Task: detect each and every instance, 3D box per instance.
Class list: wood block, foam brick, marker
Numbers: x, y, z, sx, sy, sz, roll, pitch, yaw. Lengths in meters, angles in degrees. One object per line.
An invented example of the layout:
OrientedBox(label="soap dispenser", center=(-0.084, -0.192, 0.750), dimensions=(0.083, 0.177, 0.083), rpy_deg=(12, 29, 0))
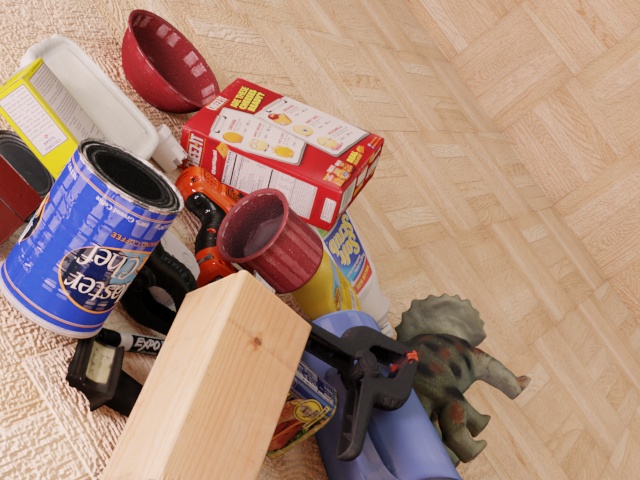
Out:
OrientedBox(label="wood block", center=(-0.093, 0.139, 0.896), dimensions=(0.090, 0.090, 0.206), rpy_deg=(42, 48, -24))
OrientedBox(label="foam brick", center=(-0.291, -0.038, 0.929), dimensions=(0.078, 0.053, 0.051), rpy_deg=(47, 23, -11))
OrientedBox(label="marker", center=(-0.170, 0.097, 1.004), dimensions=(0.120, 0.020, 0.020), rpy_deg=(19, 39, -53))

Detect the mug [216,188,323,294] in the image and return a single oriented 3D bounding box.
OrientedBox(label="mug", center=(-0.058, 0.001, 1.146), dimensions=(0.117, 0.093, 0.081), rpy_deg=(22, -17, 47))

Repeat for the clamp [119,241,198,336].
OrientedBox(label="clamp", center=(-0.163, 0.021, 1.005), dimensions=(0.171, 0.120, 0.039), rpy_deg=(47, 33, -18))

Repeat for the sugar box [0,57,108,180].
OrientedBox(label="sugar box", center=(-0.238, -0.088, 1.032), dimensions=(0.176, 0.048, 0.093), rpy_deg=(56, 10, -20))

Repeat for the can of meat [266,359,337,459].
OrientedBox(label="can of meat", center=(-0.046, 0.158, 1.049), dimensions=(0.084, 0.102, 0.057), rpy_deg=(43, 23, -26))

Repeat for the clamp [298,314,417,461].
OrientedBox(label="clamp", center=(0.040, 0.137, 1.048), dimensions=(0.209, 0.036, 0.164), rpy_deg=(9, 48, -52))

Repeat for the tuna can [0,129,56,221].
OrientedBox(label="tuna can", center=(-0.285, -0.060, 1.000), dimensions=(0.086, 0.034, 0.086), rpy_deg=(42, 24, -24))

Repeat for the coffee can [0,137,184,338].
OrientedBox(label="coffee can", center=(-0.197, -0.002, 0.912), dimensions=(0.102, 0.140, 0.103), rpy_deg=(33, 17, -12))

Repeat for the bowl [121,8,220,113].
OrientedBox(label="bowl", center=(-0.204, -0.218, 1.376), dimensions=(0.162, 0.055, 0.162), rpy_deg=(42, 24, -24))

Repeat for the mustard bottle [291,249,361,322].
OrientedBox(label="mustard bottle", center=(-0.001, 0.055, 1.267), dimensions=(0.191, 0.058, 0.096), rpy_deg=(56, 22, -61))

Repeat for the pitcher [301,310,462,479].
OrientedBox(label="pitcher", center=(0.048, 0.191, 1.145), dimensions=(0.144, 0.149, 0.243), rpy_deg=(0, 45, -28))

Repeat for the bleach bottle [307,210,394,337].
OrientedBox(label="bleach bottle", center=(0.025, 0.021, 1.417), dimensions=(0.102, 0.068, 0.251), rpy_deg=(-36, 96, -45))

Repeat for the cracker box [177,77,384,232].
OrientedBox(label="cracker box", center=(-0.048, -0.109, 1.333), dimensions=(0.214, 0.072, 0.164), rpy_deg=(23, 36, 10))

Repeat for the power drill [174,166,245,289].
OrientedBox(label="power drill", center=(-0.096, 0.019, 1.228), dimensions=(0.184, 0.057, 0.187), rpy_deg=(39, 23, -29))
